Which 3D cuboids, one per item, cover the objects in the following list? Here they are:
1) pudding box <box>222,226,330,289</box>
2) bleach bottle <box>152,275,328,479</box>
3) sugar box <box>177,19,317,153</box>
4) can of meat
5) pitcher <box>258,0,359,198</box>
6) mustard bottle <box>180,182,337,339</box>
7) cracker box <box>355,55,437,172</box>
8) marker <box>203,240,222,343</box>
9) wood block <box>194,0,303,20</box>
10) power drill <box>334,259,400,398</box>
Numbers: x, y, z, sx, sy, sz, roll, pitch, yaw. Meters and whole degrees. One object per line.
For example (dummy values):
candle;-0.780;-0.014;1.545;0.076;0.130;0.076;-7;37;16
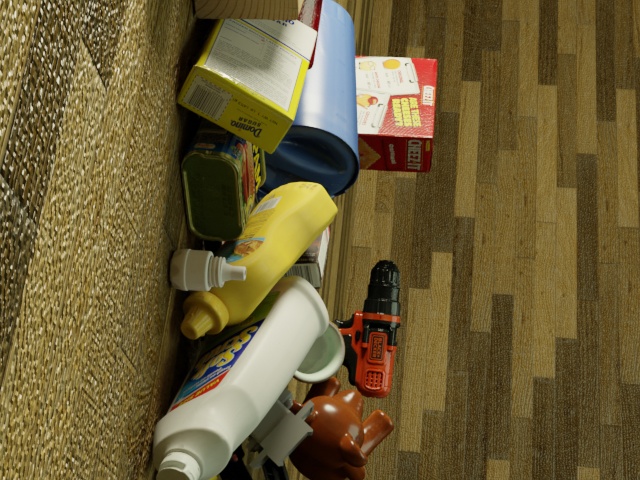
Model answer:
pudding box;-0.050;0.012;1.070;0.090;0.113;0.039;-79;166;-55
bleach bottle;-0.072;0.124;0.905;0.068;0.103;0.250;59;26;-16
sugar box;-0.060;-0.154;0.936;0.048;0.093;0.176;-54;-166;31
can of meat;-0.086;-0.062;0.943;0.084;0.057;0.102;-76;168;-48
pitcher;-0.022;-0.179;1.256;0.149;0.145;0.243;106;-11;-52
mustard bottle;-0.066;0.022;0.962;0.058;0.096;0.191;56;46;-17
cracker box;0.043;-0.169;1.409;0.072;0.214;0.164;88;8;-47
marker;-0.103;0.042;1.026;0.020;0.020;0.121;-71;164;-70
wood block;-0.052;-0.280;0.965;0.206;0.091;0.090;-78;169;-56
power drill;0.012;0.111;1.425;0.057;0.188;0.184;53;43;-79
